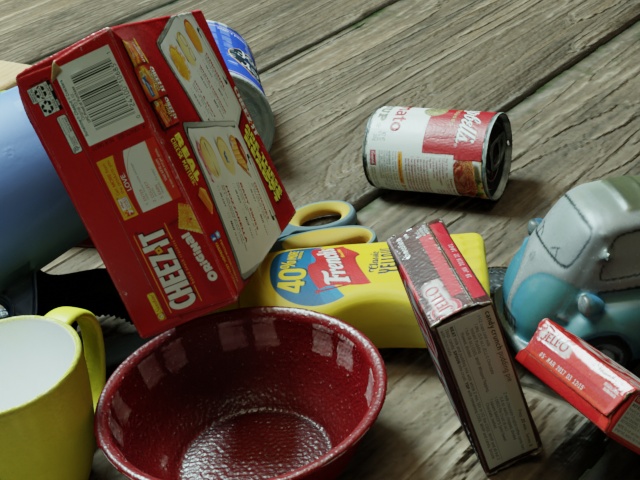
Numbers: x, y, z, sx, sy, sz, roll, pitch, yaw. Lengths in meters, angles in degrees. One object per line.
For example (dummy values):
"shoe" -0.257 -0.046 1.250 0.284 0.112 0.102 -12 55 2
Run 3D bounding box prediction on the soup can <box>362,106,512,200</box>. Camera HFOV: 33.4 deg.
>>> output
"soup can" 0.092 -0.070 0.838 0.102 0.068 0.068 7 34 26

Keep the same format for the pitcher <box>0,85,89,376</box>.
"pitcher" -0.240 0.007 0.648 0.145 0.149 0.242 19 43 42

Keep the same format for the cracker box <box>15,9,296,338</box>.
"cracker box" -0.093 -0.053 0.675 0.072 0.164 0.213 -22 11 12

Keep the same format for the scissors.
"scissors" -0.055 0.001 0.809 0.202 0.016 0.096 -3 30 9

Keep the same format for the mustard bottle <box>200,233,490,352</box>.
"mustard bottle" 0.012 0.036 0.691 0.192 0.058 0.096 -5 28 8

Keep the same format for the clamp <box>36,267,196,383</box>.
"clamp" -0.184 0.060 0.697 0.210 0.036 0.164 11 46 9

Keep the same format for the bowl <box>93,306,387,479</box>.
"bowl" -0.041 0.103 0.595 0.162 0.055 0.162 -7 31 4

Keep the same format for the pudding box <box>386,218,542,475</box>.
"pudding box" 0.078 0.057 0.584 0.039 0.113 0.090 -24 31 3
